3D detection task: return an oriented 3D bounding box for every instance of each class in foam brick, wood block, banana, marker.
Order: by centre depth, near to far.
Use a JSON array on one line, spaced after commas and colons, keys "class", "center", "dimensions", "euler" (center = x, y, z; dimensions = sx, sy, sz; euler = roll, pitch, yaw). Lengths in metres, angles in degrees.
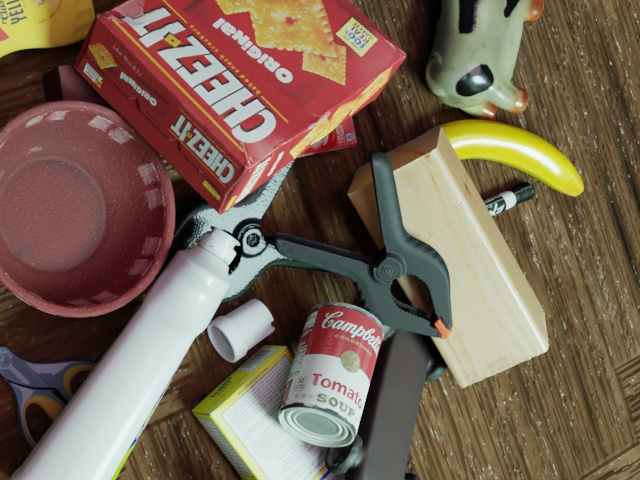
[{"class": "foam brick", "center": [-0.177, -0.114, 0.859], "dimensions": [0.078, 0.053, 0.051], "euler": [-9, 92, -26]}, {"class": "wood block", "center": [0.117, 0.014, 0.959], "dimensions": [0.090, 0.090, 0.206], "euler": [-27, 103, 17]}, {"class": "banana", "center": [0.166, -0.081, 1.028], "dimensions": [0.197, 0.037, 0.070], "euler": [1, 105, -16]}, {"class": "marker", "center": [0.161, -0.030, 1.039], "dimensions": [0.121, 0.020, 0.020], "euler": [-24, 98, -25]}]

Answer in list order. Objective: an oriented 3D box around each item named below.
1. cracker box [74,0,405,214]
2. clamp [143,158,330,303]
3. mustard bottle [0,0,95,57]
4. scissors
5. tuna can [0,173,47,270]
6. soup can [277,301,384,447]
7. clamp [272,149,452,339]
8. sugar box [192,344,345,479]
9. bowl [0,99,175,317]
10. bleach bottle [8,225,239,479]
[{"class": "cracker box", "center": [-0.057, -0.143, 0.846], "dimensions": [0.164, 0.072, 0.213], "euler": [45, 49, 6]}, {"class": "clamp", "center": [-0.056, 0.001, 0.916], "dimensions": [0.209, 0.036, 0.164], "euler": [-34, 114, -15]}, {"class": "mustard bottle", "center": [-0.273, -0.174, 0.810], "dimensions": [0.191, 0.058, 0.096], "euler": [-25, 119, -23]}, {"class": "scissors", "center": [-0.232, 0.088, 0.846], "dimensions": [0.096, 0.016, 0.201], "euler": [-35, 104, -24]}, {"class": "tuna can", "center": [-0.258, -0.010, 0.827], "dimensions": [0.086, 0.034, 0.086], "euler": [1, 88, -26]}, {"class": "soup can", "center": [0.009, 0.112, 0.889], "dimensions": [0.068, 0.069, 0.102], "euler": [34, 53, -21]}, {"class": "clamp", "center": [0.058, 0.010, 0.897], "dimensions": [0.171, 0.039, 0.120], "euler": [38, 110, -14]}, {"class": "sugar box", "center": [-0.023, 0.187, 0.927], "dimensions": [0.093, 0.048, 0.176], "euler": [-40, 108, -26]}, {"class": "bowl", "center": [-0.193, -0.022, 0.809], "dimensions": [0.161, 0.055, 0.162], "euler": [3, 85, -36]}, {"class": "bleach bottle", "center": [-0.140, 0.098, 0.817], "dimensions": [0.068, 0.103, 0.250], "euler": [33, 79, -4]}]
